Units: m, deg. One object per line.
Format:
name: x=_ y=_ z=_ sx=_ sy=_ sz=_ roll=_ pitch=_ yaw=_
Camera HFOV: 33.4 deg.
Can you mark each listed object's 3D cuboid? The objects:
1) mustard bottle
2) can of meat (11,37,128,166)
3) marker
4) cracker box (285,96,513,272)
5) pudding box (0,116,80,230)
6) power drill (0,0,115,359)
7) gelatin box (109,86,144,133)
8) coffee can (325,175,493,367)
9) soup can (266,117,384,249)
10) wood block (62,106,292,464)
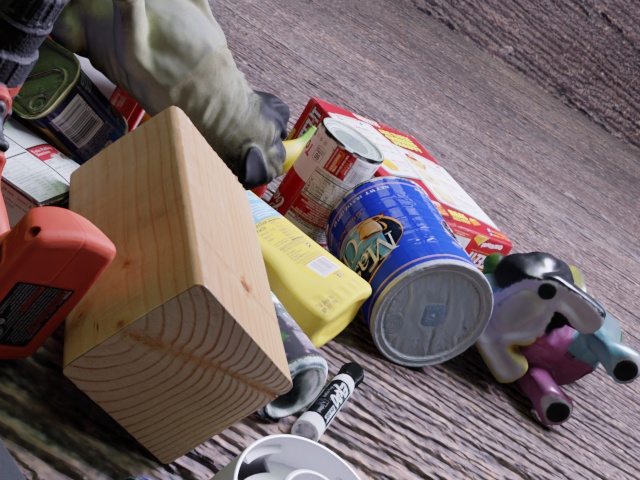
mustard bottle: x=-0.056 y=0.001 z=0.820 sx=0.192 sy=0.058 sz=0.096 roll=39 pitch=26 yaw=12
can of meat: x=-0.200 y=-0.105 z=0.785 sx=0.102 sy=0.057 sz=0.084 roll=33 pitch=-12 yaw=30
marker: x=0.007 y=0.109 z=0.731 sx=0.020 sy=0.020 sz=0.121 roll=37 pitch=20 yaw=6
cracker box: x=0.079 y=-0.049 z=1.123 sx=0.163 sy=0.072 sz=0.214 roll=16 pitch=26 yaw=-41
pudding box: x=-0.217 y=-0.049 z=0.717 sx=0.113 sy=0.039 sz=0.090 roll=34 pitch=20 yaw=5
power drill: x=-0.176 y=-0.044 z=0.587 sx=0.057 sy=0.185 sz=0.188 roll=13 pitch=39 yaw=-45
gelatin box: x=-0.162 y=-0.102 z=0.869 sx=0.030 sy=0.073 sz=0.089 roll=30 pitch=21 yaw=-11
coffee can: x=0.071 y=0.024 z=0.901 sx=0.102 sy=0.103 sz=0.140 roll=23 pitch=23 yaw=-29
soup can: x=0.003 y=-0.051 z=0.964 sx=0.068 sy=0.102 sz=0.068 roll=29 pitch=21 yaw=-13
wood block: x=-0.090 y=0.017 z=0.641 sx=0.090 sy=0.090 sz=0.206 roll=52 pitch=11 yaw=-32
